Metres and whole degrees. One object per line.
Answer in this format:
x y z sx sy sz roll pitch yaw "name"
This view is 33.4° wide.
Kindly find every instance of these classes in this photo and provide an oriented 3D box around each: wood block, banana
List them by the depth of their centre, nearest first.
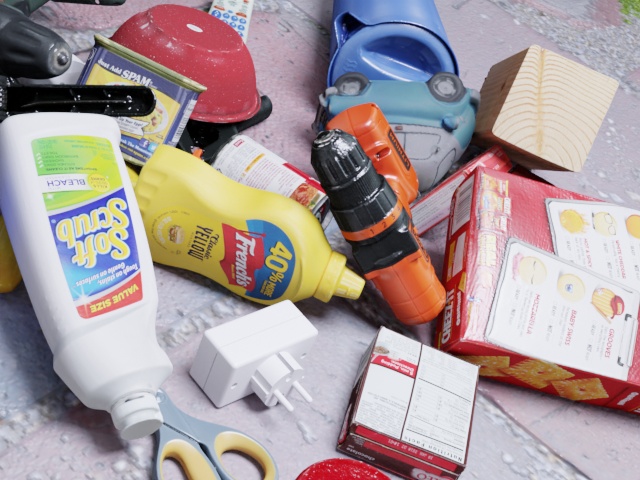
-0.204 -0.026 0.845 0.070 0.037 0.197 34 39 14 "banana"
0.208 -0.125 1.052 0.090 0.091 0.206 24 4 -2 "wood block"

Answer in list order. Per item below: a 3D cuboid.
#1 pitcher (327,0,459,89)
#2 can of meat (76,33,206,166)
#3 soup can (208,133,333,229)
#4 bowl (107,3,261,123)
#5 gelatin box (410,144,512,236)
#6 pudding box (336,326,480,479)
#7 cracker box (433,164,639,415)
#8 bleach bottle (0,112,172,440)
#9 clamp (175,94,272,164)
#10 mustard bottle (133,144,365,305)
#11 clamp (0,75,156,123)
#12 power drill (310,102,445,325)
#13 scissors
0.078 -0.219 1.163 0.145 0.149 0.243 2 37 -2 "pitcher"
-0.161 -0.115 0.906 0.102 0.084 0.057 26 6 -4 "can of meat"
-0.044 -0.038 0.917 0.102 0.069 0.068 33 39 13 "soup can"
-0.123 -0.174 0.994 0.162 0.055 0.162 18 30 -11 "bowl"
0.128 -0.047 0.997 0.030 0.089 0.073 53 42 0 "gelatin box"
0.069 0.125 0.804 0.090 0.039 0.113 23 39 -1 "pudding box"
0.209 0.046 0.904 0.213 0.072 0.164 15 63 -12 "cracker box"
-0.157 0.022 0.754 0.102 0.068 0.251 -3 54 -37 "bleach bottle"
-0.099 -0.107 0.998 0.120 0.039 0.171 9 39 -13 "clamp"
-0.056 0.001 0.840 0.191 0.096 0.058 23 37 -1 "mustard bottle"
-0.245 -0.111 0.839 0.210 0.036 0.164 0 -2 42 "clamp"
0.042 -0.043 0.891 0.057 0.184 0.187 -22 29 13 "power drill"
-0.095 0.117 0.747 0.096 0.016 0.202 -1 44 -29 "scissors"
